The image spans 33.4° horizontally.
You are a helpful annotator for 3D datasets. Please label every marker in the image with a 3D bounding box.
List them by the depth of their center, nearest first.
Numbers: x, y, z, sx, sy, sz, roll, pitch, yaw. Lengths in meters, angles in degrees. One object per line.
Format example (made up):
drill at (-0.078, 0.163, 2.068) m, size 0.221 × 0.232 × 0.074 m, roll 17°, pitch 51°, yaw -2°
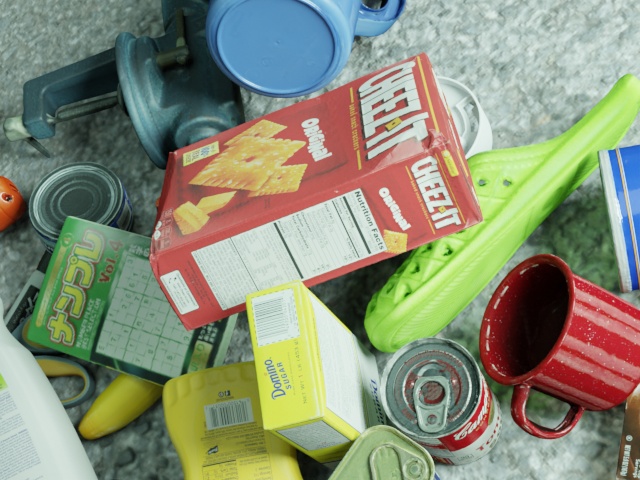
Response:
marker at (-0.257, 0.057, 0.927) m, size 0.020 × 0.020 × 0.121 m, roll 23°, pitch 77°, yaw 26°

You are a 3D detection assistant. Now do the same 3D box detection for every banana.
banana at (-0.127, 0.079, 0.867) m, size 0.070 × 0.037 × 0.197 m, roll 8°, pitch 66°, yaw 51°

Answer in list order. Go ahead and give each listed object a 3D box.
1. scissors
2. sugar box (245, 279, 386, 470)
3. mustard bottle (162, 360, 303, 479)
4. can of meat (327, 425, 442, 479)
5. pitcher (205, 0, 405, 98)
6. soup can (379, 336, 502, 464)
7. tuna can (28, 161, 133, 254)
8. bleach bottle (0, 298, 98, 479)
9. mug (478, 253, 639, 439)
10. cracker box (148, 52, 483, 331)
scissors at (-0.281, 0.089, 0.901) m, size 0.202 × 0.016 × 0.096 m, roll 12°, pitch 74°, yaw 10°
sugar box at (0.003, 0.101, 0.731) m, size 0.048 × 0.176 × 0.093 m, roll -14°, pitch 64°, yaw 11°
mustard bottle at (-0.051, 0.183, 0.735) m, size 0.096 × 0.058 × 0.191 m, roll -10°, pitch 69°, yaw 1°
can of meat at (0.037, 0.182, 0.703) m, size 0.057 × 0.084 × 0.102 m, roll 30°, pitch 77°, yaw 27°
pitcher at (-0.012, -0.221, 0.853) m, size 0.149 × 0.145 × 0.242 m, roll -4°, pitch 45°, yaw 11°
soup can at (0.086, 0.114, 0.739) m, size 0.069 × 0.102 × 0.068 m, roll -7°, pitch 66°, yaw 16°
tuna can at (-0.208, -0.026, 0.925) m, size 0.086 × 0.034 × 0.086 m, roll -3°, pitch 58°, yaw 5°
bleach bottle at (-0.248, 0.133, 0.842) m, size 0.102 × 0.068 × 0.251 m, roll -28°, pitch 72°, yaw 5°
mug at (0.165, 0.078, 0.723) m, size 0.093 × 0.081 × 0.117 m, roll -7°, pitch 61°, yaw 62°
cracker box at (-0.008, -0.041, 0.748) m, size 0.214 × 0.072 × 0.164 m, roll -21°, pitch 29°, yaw 11°
